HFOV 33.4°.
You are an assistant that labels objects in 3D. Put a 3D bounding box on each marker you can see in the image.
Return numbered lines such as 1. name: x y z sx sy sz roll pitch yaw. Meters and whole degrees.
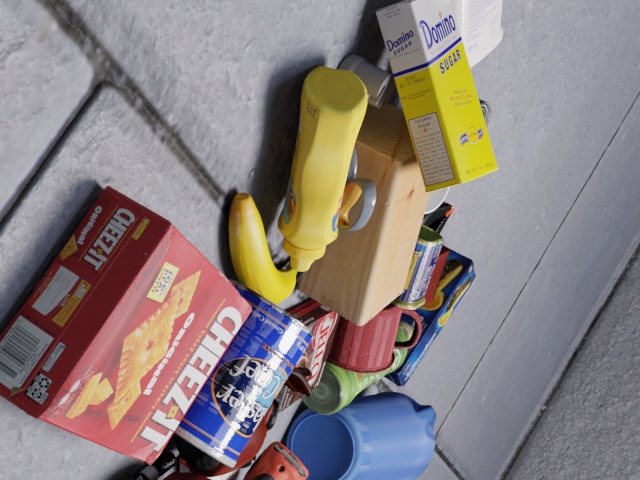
1. marker: -0.180 0.239 1.014 0.120 0.020 0.020 -37 148 -45

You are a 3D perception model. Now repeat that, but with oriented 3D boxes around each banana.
1. banana: -0.057 0.020 1.009 0.197 0.037 0.069 59 32 -68

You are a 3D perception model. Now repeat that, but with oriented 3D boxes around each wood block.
1. wood block: 0.050 -0.028 1.107 0.090 0.090 0.206 -35 146 -46

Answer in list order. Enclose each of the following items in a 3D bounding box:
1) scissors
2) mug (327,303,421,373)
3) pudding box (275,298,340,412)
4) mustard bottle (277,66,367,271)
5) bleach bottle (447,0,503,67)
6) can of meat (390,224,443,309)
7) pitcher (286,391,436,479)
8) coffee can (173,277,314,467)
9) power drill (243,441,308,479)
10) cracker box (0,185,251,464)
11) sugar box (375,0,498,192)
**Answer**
1. scissors: 0.004 -0.030 1.060 0.016 0.096 0.202 -3 164 -25
2. mug: 0.062 0.099 1.260 0.093 0.117 0.081 -93 -167 -63
3. pudding box: -0.023 0.125 1.195 0.089 0.039 0.114 -24 137 -57
4. mustard bottle: -0.003 -0.054 0.973 0.096 0.058 0.192 -92 -168 -58
5. bleach bottle: 0.147 -0.292 1.046 0.102 0.068 0.251 -44 150 -35
6. can of meat: 0.082 0.018 1.216 0.057 0.102 0.084 -21 132 -58
7. pitcher: 0.044 0.275 1.422 0.242 0.145 0.149 15 90 -64
8. coffee can: -0.085 0.119 0.969 0.140 0.103 0.102 -57 157 -11
9. power drill: -0.104 0.315 1.170 0.187 0.057 0.185 -41 174 -45
10. cracker box: -0.146 0.076 0.827 0.164 0.072 0.213 -57 158 -10
11. sugar box: 0.113 -0.141 1.013 0.093 0.048 0.176 -23 100 -57
